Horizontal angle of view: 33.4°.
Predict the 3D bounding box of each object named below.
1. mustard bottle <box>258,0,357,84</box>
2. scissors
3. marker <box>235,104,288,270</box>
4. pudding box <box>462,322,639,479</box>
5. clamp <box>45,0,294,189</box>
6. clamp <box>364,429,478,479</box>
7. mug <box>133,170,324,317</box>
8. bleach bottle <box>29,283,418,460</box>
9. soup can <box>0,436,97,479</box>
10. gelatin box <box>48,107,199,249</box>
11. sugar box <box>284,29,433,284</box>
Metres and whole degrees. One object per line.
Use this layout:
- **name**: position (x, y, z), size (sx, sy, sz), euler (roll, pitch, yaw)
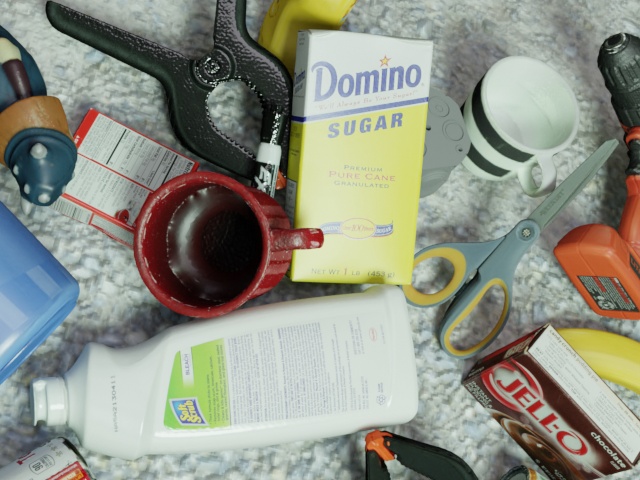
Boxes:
- **mustard bottle**: position (0.011, -0.197, 0.778), size (0.058, 0.192, 0.096), euler (28, 62, -9)
- **scissors**: position (0.133, -0.008, 0.800), size (0.096, 0.016, 0.202), euler (29, 90, 8)
- **marker**: position (-0.041, -0.037, 0.762), size (0.020, 0.020, 0.121), euler (9, 93, -18)
- **pudding box**: position (0.169, 0.121, 0.768), size (0.113, 0.090, 0.039), euler (45, 60, 0)
- **clamp**: position (-0.074, -0.135, 0.779), size (0.164, 0.036, 0.210), euler (-38, 96, -1)
- **clamp**: position (0.094, 0.193, 0.708), size (0.120, 0.039, 0.171), euler (-29, 94, -8)
- **mug**: position (-0.055, 0.001, 0.711), size (0.117, 0.081, 0.093), euler (-6, 89, 14)
- **bleach bottle**: position (-0.063, 0.087, 0.707), size (0.250, 0.068, 0.102), euler (-3, 77, -20)
- **soup can**: position (-0.181, 0.169, 0.625), size (0.102, 0.069, 0.068), euler (-29, 82, -29)
- **gelatin box**: position (-0.140, -0.040, 0.748), size (0.089, 0.030, 0.073), euler (27, 60, -9)
- **sugar box**: position (0.025, -0.059, 0.763), size (0.093, 0.048, 0.176), euler (2, 100, -15)
